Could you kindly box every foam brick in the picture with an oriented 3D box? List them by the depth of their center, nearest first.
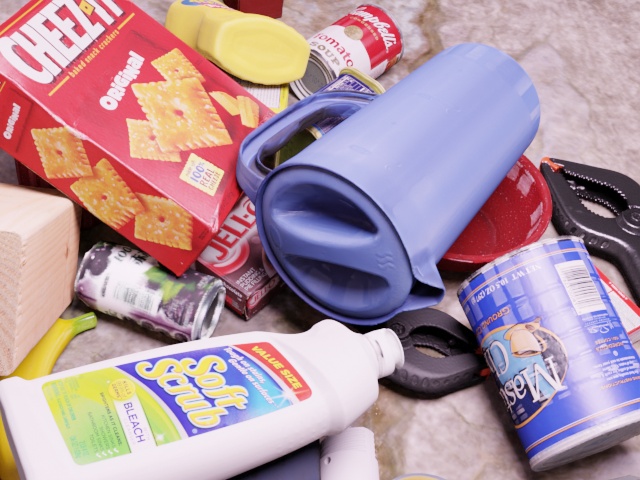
[{"bbox_3d":[-0.074,-0.270,1.107,0.051,0.053,0.078,-13,52,-19],"label":"foam brick"}]

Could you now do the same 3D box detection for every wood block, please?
[{"bbox_3d":[-0.227,0.018,0.731,0.090,0.091,0.206,7,8,-4],"label":"wood block"}]

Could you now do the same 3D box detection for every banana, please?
[{"bbox_3d":[-0.198,0.123,0.751,0.069,0.037,0.198,1,48,-7],"label":"banana"}]

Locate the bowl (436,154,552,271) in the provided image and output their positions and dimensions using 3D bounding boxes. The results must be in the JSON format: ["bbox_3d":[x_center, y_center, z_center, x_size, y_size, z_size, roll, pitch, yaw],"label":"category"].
[{"bbox_3d":[0.112,-0.026,0.914,0.162,0.055,0.162,4,48,-4],"label":"bowl"}]

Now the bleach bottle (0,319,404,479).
[{"bbox_3d":[-0.067,0.100,0.675,0.250,0.068,0.103,-17,51,-21],"label":"bleach bottle"}]

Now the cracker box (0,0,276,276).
[{"bbox_3d":[-0.147,-0.098,0.820,0.213,0.072,0.164,37,40,-8],"label":"cracker box"}]

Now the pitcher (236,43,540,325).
[{"bbox_3d":[0.062,-0.061,0.816,0.145,0.149,0.242,-10,25,45],"label":"pitcher"}]

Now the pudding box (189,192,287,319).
[{"bbox_3d":[-0.056,0.001,0.877,0.090,0.039,0.113,34,52,22],"label":"pudding box"}]

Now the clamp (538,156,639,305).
[{"bbox_3d":[0.283,-0.011,0.937,0.164,0.036,0.210,-28,57,-28],"label":"clamp"}]

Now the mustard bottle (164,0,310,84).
[{"bbox_3d":[-0.093,-0.194,1.003,0.096,0.058,0.192,6,15,-32],"label":"mustard bottle"}]

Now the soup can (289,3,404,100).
[{"bbox_3d":[0.023,-0.177,1.028,0.069,0.068,0.102,36,54,23],"label":"soup can"}]

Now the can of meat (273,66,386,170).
[{"bbox_3d":[0.008,-0.086,0.924,0.057,0.102,0.083,37,56,22],"label":"can of meat"}]

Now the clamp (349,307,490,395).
[{"bbox_3d":[0.048,0.085,0.817,0.171,0.039,0.120,16,50,6],"label":"clamp"}]

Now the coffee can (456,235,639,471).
[{"bbox_3d":[0.172,0.082,0.772,0.102,0.103,0.140,-14,68,-19],"label":"coffee can"}]
